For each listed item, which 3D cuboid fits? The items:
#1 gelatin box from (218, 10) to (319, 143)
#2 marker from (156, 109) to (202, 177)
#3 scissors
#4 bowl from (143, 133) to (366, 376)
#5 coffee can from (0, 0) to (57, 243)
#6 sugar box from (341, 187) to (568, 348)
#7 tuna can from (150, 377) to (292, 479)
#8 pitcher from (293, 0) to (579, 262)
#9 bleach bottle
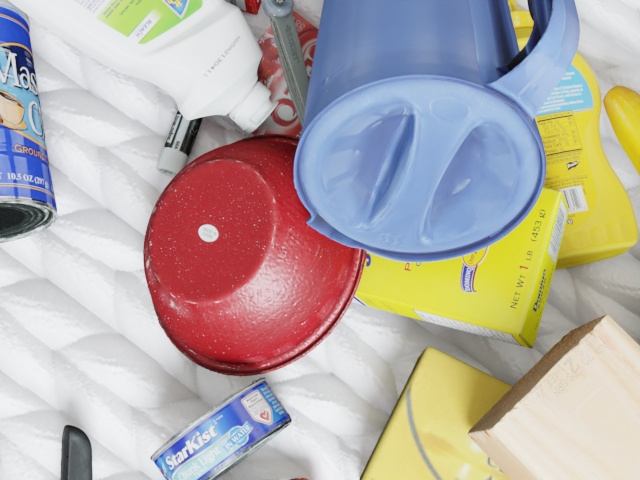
[{"bbox_3d":[-0.021,-0.105,0.734,0.073,0.030,0.089,39,81,8],"label":"gelatin box"},{"bbox_3d":[-0.085,-0.102,0.740,0.020,0.020,0.121,17,78,4],"label":"marker"},{"bbox_3d":[-0.015,-0.168,0.693,0.096,0.016,0.202,-29,89,-19],"label":"scissors"},{"bbox_3d":[-0.054,0.001,0.667,0.162,0.055,0.162,-8,71,25],"label":"bowl"},{"bbox_3d":[-0.232,-0.075,0.692,0.103,0.103,0.140,-11,78,-2],"label":"coffee can"},{"bbox_3d":[0.058,0.000,0.672,0.176,0.048,0.093,13,77,24],"label":"sugar box"},{"bbox_3d":[-0.060,0.122,0.656,0.086,0.086,0.034,-35,82,-7],"label":"tuna can"},{"bbox_3d":[0.065,-0.120,0.637,0.149,0.145,0.242,-1,46,5],"label":"pitcher"},{"bbox_3d":[-0.135,-0.155,0.677,0.250,0.068,0.102,41,83,-10],"label":"bleach bottle"}]
